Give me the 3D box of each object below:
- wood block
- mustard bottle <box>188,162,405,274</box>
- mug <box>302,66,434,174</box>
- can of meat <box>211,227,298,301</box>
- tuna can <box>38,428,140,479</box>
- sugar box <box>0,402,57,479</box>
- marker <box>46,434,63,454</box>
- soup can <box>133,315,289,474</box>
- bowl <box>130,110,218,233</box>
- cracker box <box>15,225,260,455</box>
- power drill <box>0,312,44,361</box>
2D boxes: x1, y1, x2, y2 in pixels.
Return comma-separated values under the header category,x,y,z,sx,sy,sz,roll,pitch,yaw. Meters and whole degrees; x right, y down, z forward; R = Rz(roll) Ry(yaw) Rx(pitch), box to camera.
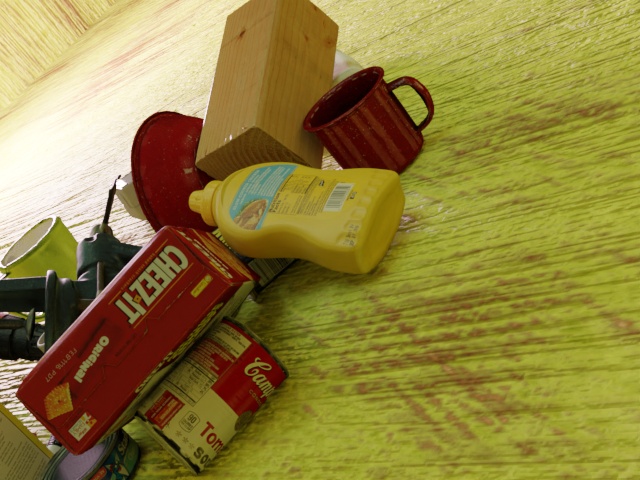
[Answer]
category,x,y,z,sx,sy,sz,roll,pitch,yaw
wood block,-0.051,-0.150,1.075,0.091,0.090,0.206,-26,43,37
mustard bottle,-0.031,-0.025,0.914,0.192,0.058,0.096,7,51,28
mug,0.053,-0.110,1.005,0.117,0.081,0.093,-30,24,22
can of meat,-0.057,0.001,1.000,0.084,0.057,0.102,-39,23,-8
tuna can,-0.190,0.189,0.879,0.086,0.033,0.086,-33,23,16
sugar box,-0.288,0.174,0.870,0.048,0.176,0.093,-23,27,34
marker,-0.240,0.171,1.010,0.020,0.020,0.121,-31,23,19
soup can,-0.082,0.116,0.804,0.102,0.068,0.069,-47,23,-17
bowl,-0.116,-0.063,1.078,0.055,0.162,0.162,-18,30,33
cracker box,-0.133,0.069,0.837,0.164,0.072,0.213,-48,-3,1
power drill,-0.387,0.122,1.136,0.184,0.057,0.187,7,14,12
